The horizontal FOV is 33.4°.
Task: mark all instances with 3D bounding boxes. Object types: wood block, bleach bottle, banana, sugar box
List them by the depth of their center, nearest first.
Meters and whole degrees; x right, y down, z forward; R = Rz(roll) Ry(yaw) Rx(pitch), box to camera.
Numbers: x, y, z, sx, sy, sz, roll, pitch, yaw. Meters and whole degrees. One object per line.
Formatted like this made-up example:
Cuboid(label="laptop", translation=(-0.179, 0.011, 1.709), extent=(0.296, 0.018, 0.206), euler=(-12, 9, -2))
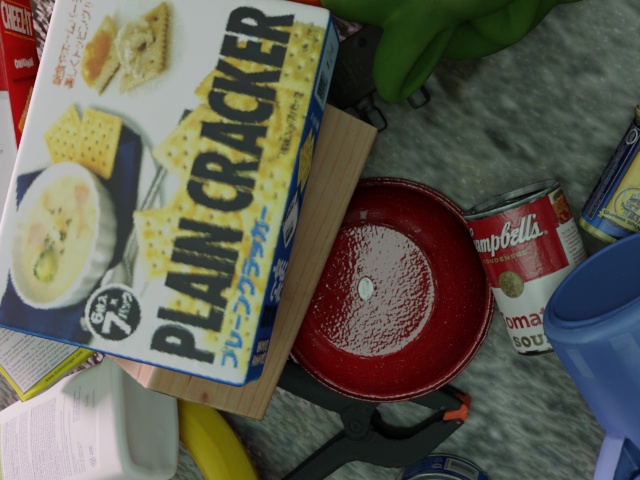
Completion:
Cuboid(label="wood block", translation=(-0.054, 0.001, 0.707), extent=(0.090, 0.091, 0.206), euler=(22, 89, -32))
Cuboid(label="sugar box", translation=(-0.224, 0.017, 0.755), extent=(0.093, 0.048, 0.176), euler=(-38, 88, 13))
Cuboid(label="banana", translation=(-0.078, 0.183, 0.793), extent=(0.037, 0.069, 0.198), euler=(119, 138, -53))
Cuboid(label="bleach bottle", translation=(-0.222, 0.162, 0.827), extent=(0.251, 0.068, 0.102), euler=(-21, 65, 31))

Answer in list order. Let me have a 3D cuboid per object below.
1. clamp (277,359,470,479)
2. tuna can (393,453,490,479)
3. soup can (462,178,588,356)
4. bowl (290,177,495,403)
Cuboid(label="clamp", translation=(0.025, 0.141, 0.787), extent=(0.172, 0.039, 0.120), euler=(1, 108, 15))
Cuboid(label="tuna can", translation=(0.089, 0.203, 0.786), extent=(0.086, 0.033, 0.086), euler=(3, 102, 14))
Cuboid(label="soup can", translation=(0.145, 0.018, 0.715), extent=(0.069, 0.068, 0.102), euler=(-20, 96, 17))
Cuboid(label="bowl", translation=(0.038, 0.034, 0.735), extent=(0.162, 0.055, 0.162), euler=(0, 88, 13))
